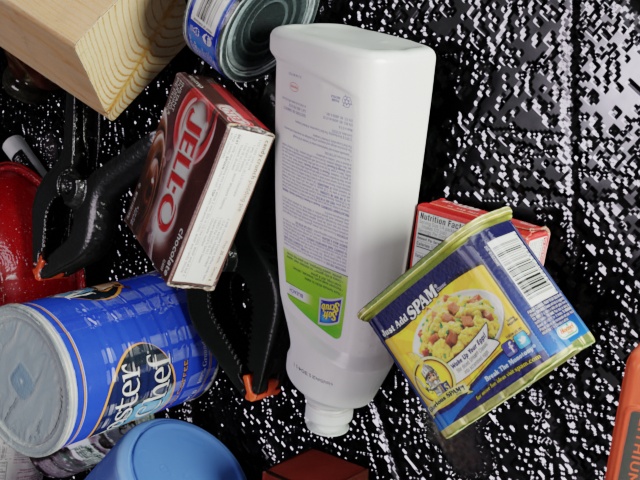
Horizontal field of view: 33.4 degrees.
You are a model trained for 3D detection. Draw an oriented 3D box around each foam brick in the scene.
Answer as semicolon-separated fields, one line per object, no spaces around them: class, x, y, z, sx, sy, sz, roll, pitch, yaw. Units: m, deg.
foam brick;-0.005;0.187;0.709;0.051;0.052;0.078;13;107;36

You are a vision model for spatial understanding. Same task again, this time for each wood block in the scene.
wood block;-0.197;-0.183;0.724;0.206;0.090;0.090;33;161;20

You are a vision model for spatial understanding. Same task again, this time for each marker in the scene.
marker;-0.216;-0.037;0.855;0.121;0.020;0.020;50;125;20

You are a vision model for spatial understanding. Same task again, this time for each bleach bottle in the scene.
bleach bottle;0.009;0.000;0.656;0.103;0.067;0.251;26;119;45

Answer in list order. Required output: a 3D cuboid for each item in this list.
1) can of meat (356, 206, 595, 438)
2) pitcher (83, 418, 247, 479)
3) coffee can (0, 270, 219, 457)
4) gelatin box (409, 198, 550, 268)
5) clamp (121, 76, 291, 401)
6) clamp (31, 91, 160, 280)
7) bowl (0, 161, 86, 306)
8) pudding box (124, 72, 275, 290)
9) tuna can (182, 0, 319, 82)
can of meat;0.082;0.046;0.570;0.102;0.057;0.084;-43;74;36
pitcher;-0.155;0.251;0.787;0.149;0.144;0.243;52;122;23
coffee can;-0.154;0.082;0.751;0.103;0.140;0.103;8;104;37
gelatin box;0.088;0.027;0.620;0.073;0.030;0.089;18;109;36
clamp;-0.055;0.001;0.723;0.165;0.036;0.210;-25;79;39
clamp;-0.172;-0.050;0.773;0.172;0.039;0.120;-52;55;25
bowl;-0.257;0.020;0.861;0.162;0.055;0.162;18;117;39
pudding box;-0.079;-0.038;0.676;0.090;0.039;0.114;47;122;51
tuna can;-0.041;-0.140;0.654;0.034;0.085;0.086;42;121;23
